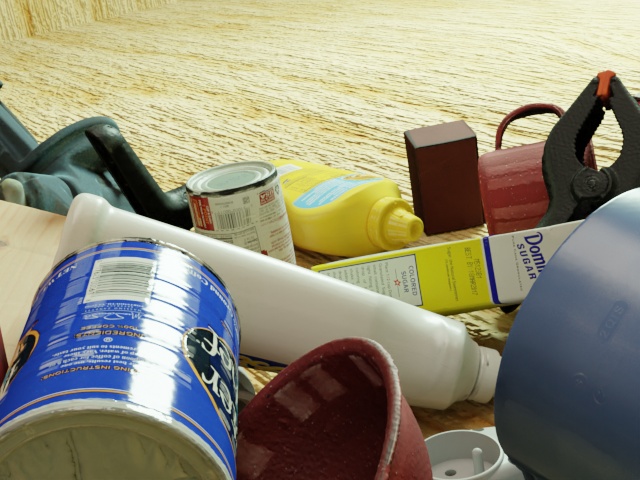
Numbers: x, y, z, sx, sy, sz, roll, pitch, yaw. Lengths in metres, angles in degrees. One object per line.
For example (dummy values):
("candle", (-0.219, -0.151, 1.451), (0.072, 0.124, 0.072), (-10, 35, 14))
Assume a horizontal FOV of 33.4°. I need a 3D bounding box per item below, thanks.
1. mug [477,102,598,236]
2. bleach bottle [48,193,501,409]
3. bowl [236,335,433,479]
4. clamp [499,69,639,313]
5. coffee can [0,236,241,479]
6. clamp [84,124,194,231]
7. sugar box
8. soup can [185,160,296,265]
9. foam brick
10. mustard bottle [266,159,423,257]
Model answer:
("mug", (0.159, -0.042, 0.772), (0.081, 0.117, 0.093), (-10, -5, 14))
("bleach bottle", (-0.016, 0.044, 0.573), (0.250, 0.068, 0.103), (15, -15, -7))
("bowl", (-0.005, 0.120, 0.429), (0.162, 0.055, 0.162), (-45, 20, 22))
("clamp", (0.171, -0.025, 0.696), (0.120, 0.171, 0.039), (-5, -22, 20))
("coffee can", (-0.085, 0.074, 0.452), (0.103, 0.103, 0.140), (-10, 26, 1))
("clamp", (-0.120, -0.011, 0.786), (0.036, 0.165, 0.209), (38, 27, 30))
("sugar box", (0.093, 0.022, 0.648), (0.176, 0.048, 0.093), (-8, -3, 27))
("soup can", (-0.055, 0.001, 0.767), (0.068, 0.102, 0.068), (-9, 21, 3))
("foam brick", (0.101, -0.051, 0.870), (0.051, 0.078, 0.053), (-10, 22, -3))
("mustard bottle", (0.010, -0.025, 0.868), (0.096, 0.058, 0.192), (-23, 24, -35))
